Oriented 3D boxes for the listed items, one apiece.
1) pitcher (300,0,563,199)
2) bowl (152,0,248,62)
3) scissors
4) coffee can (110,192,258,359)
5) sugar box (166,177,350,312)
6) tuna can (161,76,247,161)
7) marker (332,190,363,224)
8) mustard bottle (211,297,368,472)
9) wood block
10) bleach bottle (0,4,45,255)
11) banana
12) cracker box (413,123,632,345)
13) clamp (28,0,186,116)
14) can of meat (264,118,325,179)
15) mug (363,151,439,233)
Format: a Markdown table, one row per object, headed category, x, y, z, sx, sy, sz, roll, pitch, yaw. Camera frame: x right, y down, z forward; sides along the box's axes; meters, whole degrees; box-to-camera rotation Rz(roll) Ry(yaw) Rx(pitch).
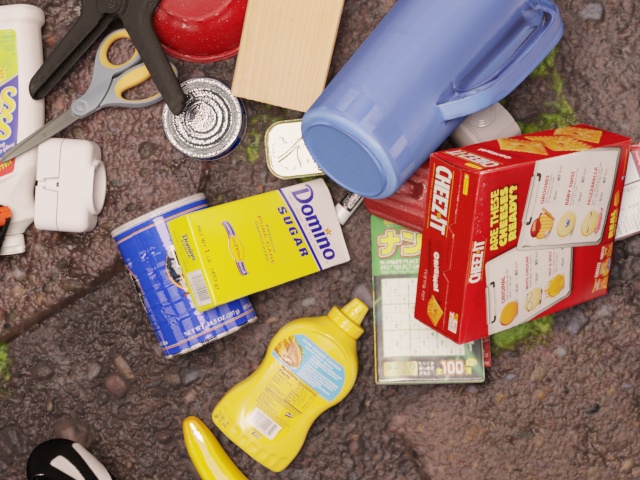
| category | x | y | z | sx | sy | sz | roll | pitch | yaw |
| --- | --- | --- | --- | --- | --- | --- | --- | --- | --- |
| pitcher | 0.100 | -0.153 | 0.985 | 0.145 | 0.149 | 0.242 | 40 | 67 | 2 |
| bowl | -0.125 | -0.266 | 1.093 | 0.162 | 0.055 | 0.162 | 0 | 92 | 4 |
| scissors | -0.246 | -0.155 | 1.096 | 0.201 | 0.016 | 0.096 | -21 | 80 | -14 |
| coffee can | -0.137 | 0.035 | 1.079 | 0.103 | 0.103 | 0.140 | -23 | 90 | 4 |
| sugar box | -0.057 | 0.001 | 1.050 | 0.175 | 0.048 | 0.093 | -19 | 91 | -37 |
| tuna can | -0.120 | -0.126 | 1.107 | 0.086 | 0.033 | 0.086 | 0 | 92 | 3 |
| marker | 0.054 | -0.068 | 1.106 | 0.020 | 0.020 | 0.121 | 40 | 93 | 1 |
| mustard bottle | -0.018 | 0.137 | 1.096 | 0.096 | 0.058 | 0.191 | 40 | 94 | 0 |
| wood block | -0.021 | -0.239 | 1.034 | 0.091 | 0.090 | 0.206 | 13 | 114 | -1 |
| bleach bottle | -0.327 | -0.112 | 1.107 | 0.102 | 0.068 | 0.251 | -5 | 94 | 4 |
| banana | -0.071 | 0.260 | 1.111 | 0.198 | 0.037 | 0.070 | 33 | 103 | 5 |
| cracker box | 0.189 | -0.012 | 0.993 | 0.213 | 0.072 | 0.164 | -13 | 117 | -37 |
| clamp | -0.192 | -0.225 | 1.056 | 0.164 | 0.036 | 0.210 | 15 | 92 | 11 |
| can of meat | -0.001 | -0.093 | 1.076 | 0.102 | 0.084 | 0.057 | -7 | 91 | 4 |
| mug | 0.090 | -0.052 | 1.051 | 0.082 | 0.117 | 0.093 | 21 | 101 | 32 |
